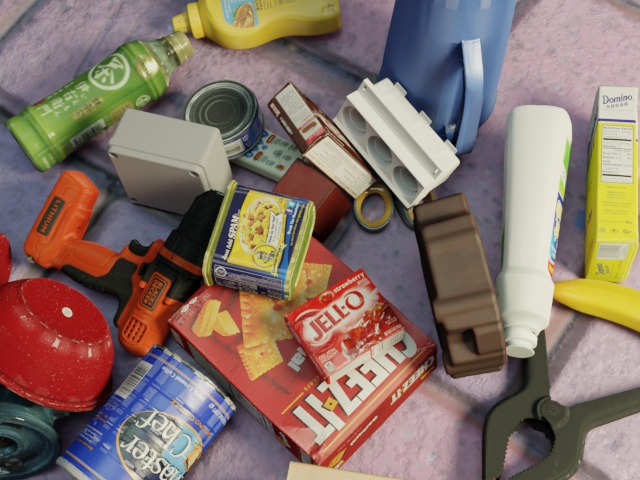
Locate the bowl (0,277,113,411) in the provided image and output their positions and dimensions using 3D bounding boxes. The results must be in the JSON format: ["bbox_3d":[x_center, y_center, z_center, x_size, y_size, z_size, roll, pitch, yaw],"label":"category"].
[{"bbox_3d":[-0.253,0.085,1.004,0.162,0.161,0.055,46,110,23],"label":"bowl"}]

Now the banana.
[{"bbox_3d":[0.316,0.083,1.016,0.198,0.037,0.069,35,41,25],"label":"banana"}]

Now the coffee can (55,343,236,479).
[{"bbox_3d":[-0.161,0.182,0.994,0.103,0.103,0.140,32,71,20],"label":"coffee can"}]

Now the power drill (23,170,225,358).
[{"bbox_3d":[-0.199,0.001,1.090,0.188,0.057,0.184,30,90,22],"label":"power drill"}]

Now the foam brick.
[{"bbox_3d":[-0.010,-0.040,1.094,0.053,0.078,0.051,37,87,21],"label":"foam brick"}]

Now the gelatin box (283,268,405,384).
[{"bbox_3d":[0.022,0.079,0.985,0.089,0.030,0.073,-30,65,-12],"label":"gelatin box"}]

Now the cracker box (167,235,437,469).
[{"bbox_3d":[-0.018,0.098,1.036,0.214,0.072,0.164,40,74,22],"label":"cracker box"}]

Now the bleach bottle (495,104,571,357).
[{"bbox_3d":[0.204,-0.004,1.040,0.068,0.102,0.250,4,63,14],"label":"bleach bottle"}]

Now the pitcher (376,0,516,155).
[{"bbox_3d":[0.134,-0.209,1.075,0.149,0.243,0.145,34,67,15],"label":"pitcher"}]

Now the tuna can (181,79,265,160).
[{"bbox_3d":[-0.105,-0.130,1.148,0.086,0.033,0.086,-5,60,9],"label":"tuna can"}]

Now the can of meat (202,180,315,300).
[{"bbox_3d":[-0.057,0.001,1.016,0.084,0.057,0.102,13,66,7],"label":"can of meat"}]

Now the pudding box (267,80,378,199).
[{"bbox_3d":[0.003,-0.102,1.102,0.039,0.113,0.090,-43,53,11],"label":"pudding box"}]

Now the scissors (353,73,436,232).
[{"bbox_3d":[0.059,-0.088,1.151,0.096,0.016,0.202,-23,63,-5],"label":"scissors"}]

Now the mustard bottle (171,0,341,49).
[{"bbox_3d":[-0.076,-0.268,1.231,0.191,0.058,0.096,-12,64,0],"label":"mustard bottle"}]

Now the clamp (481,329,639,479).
[{"bbox_3d":[0.209,0.155,1.001,0.209,0.036,0.165,-42,65,-18],"label":"clamp"}]
